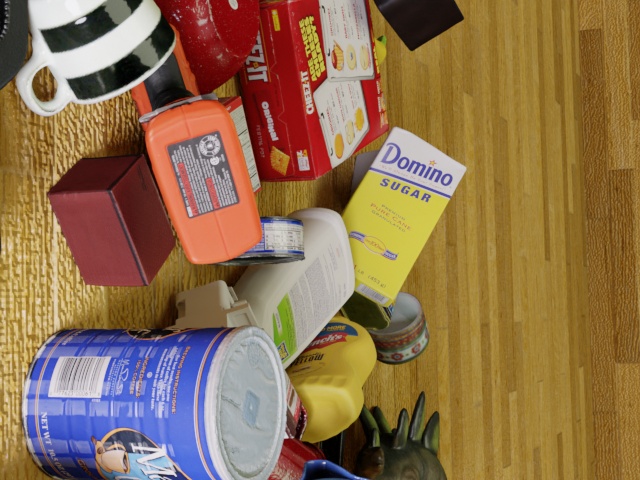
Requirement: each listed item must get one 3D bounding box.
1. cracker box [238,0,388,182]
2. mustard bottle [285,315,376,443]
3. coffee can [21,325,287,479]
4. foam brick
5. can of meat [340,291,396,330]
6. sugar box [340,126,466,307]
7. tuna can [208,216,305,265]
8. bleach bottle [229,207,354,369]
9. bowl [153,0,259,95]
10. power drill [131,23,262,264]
[{"bbox_3d":[-0.006,-0.162,1.052,0.213,0.072,0.164,-39,123,-61],"label":"cracker box"},{"bbox_3d":[0.003,0.119,0.999,0.191,0.096,0.058,-59,129,-67],"label":"mustard bottle"},{"bbox_3d":[-0.106,0.107,0.694,0.102,0.140,0.103,-3,90,-67],"label":"coffee can"},{"bbox_3d":[-0.142,-0.014,0.737,0.053,0.051,0.078,-61,142,-52],"label":"foam brick"},{"bbox_3d":[0.052,0.040,1.186,0.102,0.058,0.084,61,37,-46],"label":"can of meat"},{"bbox_3d":[0.074,-0.027,1.126,0.176,0.093,0.048,-60,-179,-19],"label":"sugar box"},{"bbox_3d":[-0.056,0.001,0.896,0.086,0.086,0.034,11,76,-66],"label":"tuna can"},{"bbox_3d":[-0.045,0.061,0.947,0.250,0.068,0.102,-45,127,-57],"label":"bleach bottle"},{"bbox_3d":[-0.094,-0.192,0.869,0.161,0.055,0.162,-3,90,-67],"label":"bowl"},{"bbox_3d":[-0.091,-0.052,0.753,0.188,0.057,0.184,-128,-161,-64],"label":"power drill"}]
